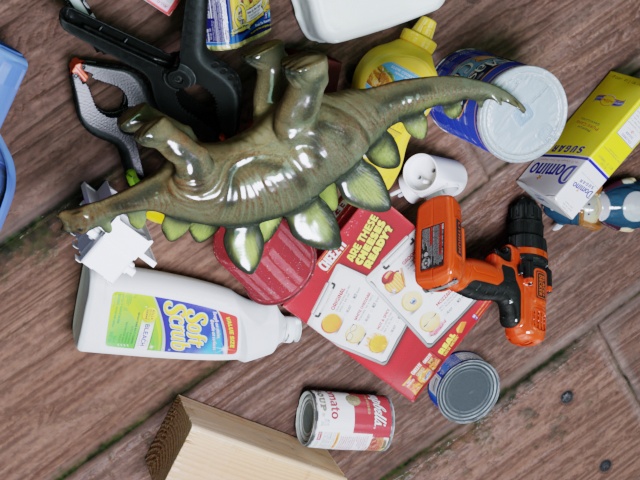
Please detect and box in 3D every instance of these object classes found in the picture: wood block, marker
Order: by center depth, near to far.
[{"bbox_3d":[-0.244,-0.238,1.062,0.020,0.020,0.121,-33,114,-6],"label":"marker"},{"bbox_3d":[-0.087,0.267,1.241,0.205,0.090,0.091,25,97,-24],"label":"wood block"}]

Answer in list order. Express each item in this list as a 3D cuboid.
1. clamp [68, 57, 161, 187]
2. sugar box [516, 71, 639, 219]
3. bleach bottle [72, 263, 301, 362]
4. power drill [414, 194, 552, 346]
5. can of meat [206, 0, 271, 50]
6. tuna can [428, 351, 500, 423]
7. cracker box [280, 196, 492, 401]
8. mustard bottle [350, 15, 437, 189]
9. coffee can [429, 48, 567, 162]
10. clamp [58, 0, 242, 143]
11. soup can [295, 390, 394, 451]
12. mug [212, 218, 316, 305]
[{"bbox_3d":[-0.200,-0.116,1.107,0.171,0.039,0.120,35,89,-27],"label":"clamp"},{"bbox_3d":[0.317,-0.114,1.249,0.048,0.093,0.176,42,91,-25],"label":"sugar box"},{"bbox_3d":[-0.139,0.082,1.178,0.250,0.068,0.103,7,110,-22],"label":"bleach bottle"},{"bbox_3d":[0.191,0.013,1.214,0.187,0.057,0.184,22,60,-35],"label":"power drill"},{"bbox_3d":[-0.091,-0.243,1.071,0.058,0.102,0.084,6,115,26],"label":"can of meat"},{"bbox_3d":[0.178,0.182,1.332,0.086,0.034,0.086,-6,109,-17],"label":"tuna can"},{"bbox_3d":[0.074,0.060,1.237,0.213,0.072,0.164,38,90,-24],"label":"cracker box"},{"bbox_3d":[0.075,-0.157,1.173,0.096,0.058,0.192,24,99,-23],"label":"mustard bottle"},{"bbox_3d":[0.190,-0.150,1.168,0.102,0.140,0.103,-6,109,-17],"label":"coffee can"},{"bbox_3d":[-0.130,-0.174,1.040,0.165,0.036,0.209,-18,130,31],"label":"clamp"},{"bbox_3d":[0.029,0.215,1.274,0.102,0.068,0.068,7,105,-20],"label":"soup can"},{"bbox_3d":[-0.058,0.001,1.154,0.081,0.093,0.117,47,65,-48],"label":"mug"}]
